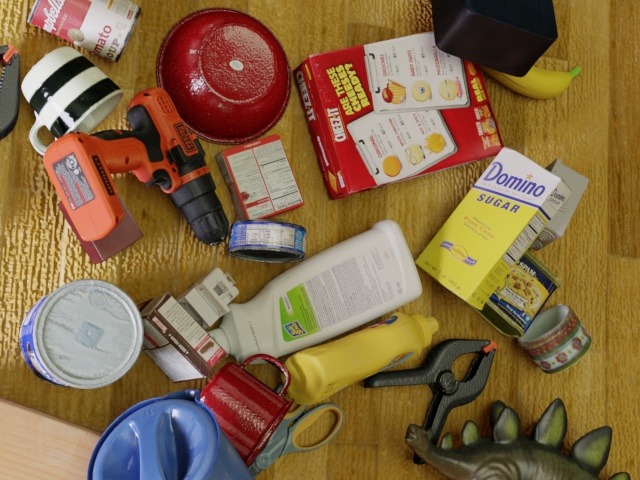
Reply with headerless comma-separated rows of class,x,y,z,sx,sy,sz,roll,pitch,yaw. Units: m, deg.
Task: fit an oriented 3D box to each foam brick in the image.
foam brick,-0.232,-0.021,1.125,0.053,0.051,0.078,-32,95,-22

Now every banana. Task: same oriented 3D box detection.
banana,0.238,-0.226,1.342,0.197,0.037,0.069,24,58,-18

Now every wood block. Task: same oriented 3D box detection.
wood block,-0.295,0.210,1.051,0.206,0.090,0.091,24,76,-17

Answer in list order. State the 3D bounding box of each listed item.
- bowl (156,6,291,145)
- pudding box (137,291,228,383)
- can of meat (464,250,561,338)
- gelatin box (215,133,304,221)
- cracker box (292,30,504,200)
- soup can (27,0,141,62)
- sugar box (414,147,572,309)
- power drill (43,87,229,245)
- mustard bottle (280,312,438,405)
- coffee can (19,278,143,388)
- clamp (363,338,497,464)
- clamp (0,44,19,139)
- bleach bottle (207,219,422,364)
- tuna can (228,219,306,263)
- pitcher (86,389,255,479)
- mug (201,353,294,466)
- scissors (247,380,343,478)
bowl,-0.100,-0.191,1.196,0.162,0.055,0.162,3,82,-20
pudding box,-0.154,0.103,1.106,0.090,0.114,0.039,47,67,-10
can of meat,0.226,0.056,1.288,0.102,0.058,0.084,41,73,-11
gelatin box,-0.068,-0.068,1.205,0.073,0.030,0.089,-20,91,-23
cracker box,0.092,-0.152,1.256,0.213,0.072,0.164,-16,89,-21
soup can,-0.251,-0.241,1.137,0.102,0.069,0.068,24,75,-17
sugar box,0.199,-0.016,1.237,0.176,0.093,0.048,-55,140,3
power drill,-0.184,-0.060,1.102,0.184,0.057,0.187,62,32,-1
mustard bottle,0.055,0.123,1.189,0.191,0.096,0.058,-19,79,-31
coffee can,-0.240,0.095,1.059,0.102,0.140,0.103,3,82,-21
clamp,0.133,0.163,1.249,0.171,0.039,0.120,-45,105,-23
clamp,-0.383,-0.120,1.087,0.164,0.036,0.210,30,72,-16
bleach bottle,-0.015,0.065,1.193,0.250,0.068,0.102,-21,90,-20
tuna can,-0.058,0.001,1.170,0.086,0.086,0.034,8,79,-20
pitcher,-0.117,0.276,1.036,0.149,0.145,0.242,-34,133,-7
mug,-0.080,0.173,1.128,0.081,0.093,0.117,35,91,7
scissors,-0.066,0.222,1.177,0.201,0.016,0.096,-26,91,-22
